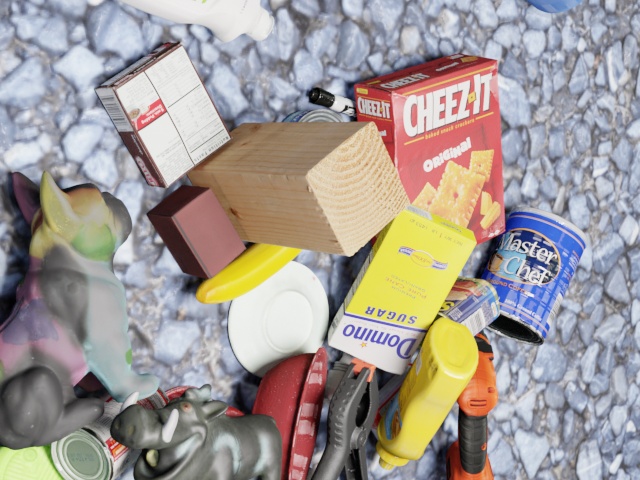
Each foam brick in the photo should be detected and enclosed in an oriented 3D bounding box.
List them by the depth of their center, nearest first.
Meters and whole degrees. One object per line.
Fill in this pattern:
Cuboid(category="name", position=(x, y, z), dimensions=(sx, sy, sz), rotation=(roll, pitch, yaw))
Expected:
Cuboid(category="foam brick", position=(-0.122, -0.009, 1.046), dimensions=(0.051, 0.053, 0.078), rotation=(-43, 119, -26))

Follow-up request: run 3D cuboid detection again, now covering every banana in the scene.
Cuboid(category="banana", position=(-0.055, 0.009, 1.096), dimensions=(0.197, 0.037, 0.070), rotation=(-42, 156, -23))

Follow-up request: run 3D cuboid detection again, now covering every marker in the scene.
Cuboid(category="marker", position=(0.036, -0.145, 1.173), dimensions=(0.120, 0.020, 0.020), rotation=(14, 86, -38))

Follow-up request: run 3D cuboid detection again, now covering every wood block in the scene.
Cuboid(category="wood block", position=(-0.027, -0.053, 1.016), dimensions=(0.090, 0.206, 0.091), rotation=(-40, 117, -27))

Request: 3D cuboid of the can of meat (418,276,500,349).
Cuboid(category="can of meat", position=(0.144, 0.083, 1.230), dimensions=(0.083, 0.102, 0.057), rotation=(-33, 116, -33))

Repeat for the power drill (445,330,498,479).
Cuboid(category="power drill", position=(0.175, 0.198, 1.258), dimensions=(0.057, 0.184, 0.188), rotation=(-2, 114, 5))

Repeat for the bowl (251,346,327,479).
Cuboid(category="bowl", position=(-0.036, 0.184, 1.102), dimensions=(0.162, 0.055, 0.162), rotation=(10, 90, -81))

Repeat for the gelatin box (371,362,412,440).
Cuboid(category="gelatin box", position=(0.097, 0.199, 1.252), dimensions=(0.089, 0.030, 0.073), rotation=(-43, 117, -26))

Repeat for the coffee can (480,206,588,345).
Cuboid(category="coffee can", position=(0.253, 0.044, 1.308), dimensions=(0.102, 0.103, 0.140), rotation=(36, 73, -34))

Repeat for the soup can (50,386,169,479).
Cuboid(category="soup can", position=(-0.190, 0.176, 0.980), dimensions=(0.102, 0.069, 0.068), rotation=(-38, 120, -58))

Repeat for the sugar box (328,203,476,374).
Cuboid(category="sugar box", position=(0.086, 0.052, 1.152), dimensions=(0.093, 0.048, 0.176), rotation=(24, 106, -7))

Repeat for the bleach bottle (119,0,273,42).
Cuboid(category="bleach bottle", position=(-0.147, -0.248, 0.996), dimensions=(0.250, 0.068, 0.102), rotation=(26, 79, -39))

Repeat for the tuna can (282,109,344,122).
Cuboid(category="tuna can", position=(-0.008, -0.097, 1.135), dimensions=(0.085, 0.034, 0.086), rotation=(-5, 98, -37))

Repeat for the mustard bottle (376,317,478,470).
Cuboid(category="mustard bottle", position=(0.107, 0.182, 1.164), dimensions=(0.058, 0.096, 0.192), rotation=(20, 123, -8))

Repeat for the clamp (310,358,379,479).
Cuboid(category="clamp", position=(0.024, 0.215, 1.146), dimensions=(0.120, 0.039, 0.171), rotation=(-18, 115, -61))

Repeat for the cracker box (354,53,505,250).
Cuboid(category="cracker box", position=(0.129, -0.087, 1.202), dimensions=(0.163, 0.072, 0.214), rotation=(-22, 117, -33))

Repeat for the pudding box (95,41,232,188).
Cuboid(category="pudding box", position=(-0.148, -0.120, 1.023), dimensions=(0.090, 0.039, 0.113), rotation=(-40, 119, -28))
